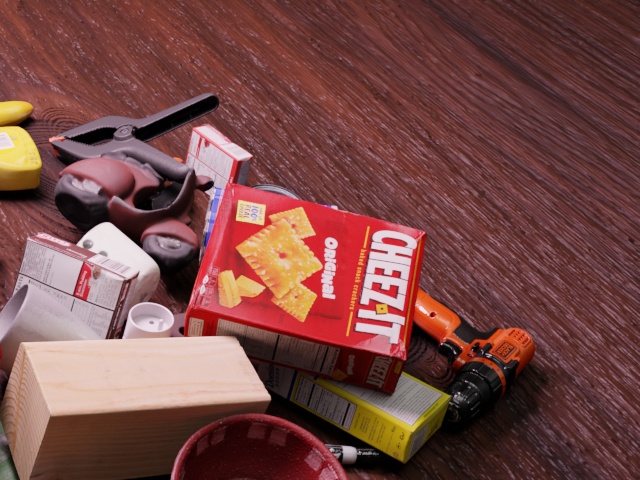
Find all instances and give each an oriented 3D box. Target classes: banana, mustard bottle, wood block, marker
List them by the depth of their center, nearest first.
[{"bbox_3d":[-0.162,0.147,0.938,0.205,0.091,0.090,2,37,-35],"label":"wood block"},{"bbox_3d":[0.002,0.203,1.017,0.121,0.020,0.020,7,34,-15],"label":"marker"},{"bbox_3d":[-0.426,-0.089,1.224,0.191,0.058,0.096,-8,42,-33],"label":"mustard bottle"},{"bbox_3d":[-0.454,-0.157,1.332,0.197,0.037,0.070,-2,38,-26],"label":"banana"}]

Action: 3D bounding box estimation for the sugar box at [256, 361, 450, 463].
[{"bbox_3d":[0.032,0.149,1.072,0.176,0.048,0.093,24,25,23],"label":"sugar box"}]

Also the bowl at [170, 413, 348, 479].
[{"bbox_3d":[-0.054,0.229,0.905,0.162,0.055,0.162,13,45,-14],"label":"bowl"}]

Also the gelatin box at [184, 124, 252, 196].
[{"bbox_3d":[-0.131,-0.095,1.351,0.089,0.073,0.030,36,36,28],"label":"gelatin box"}]

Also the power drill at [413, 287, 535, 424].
[{"bbox_3d":[0.126,0.113,1.174,0.188,0.057,0.184,34,33,20],"label":"power drill"}]

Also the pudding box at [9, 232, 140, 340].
[{"bbox_3d":[-0.247,0.054,1.059,0.113,0.090,0.039,21,13,8],"label":"pudding box"}]

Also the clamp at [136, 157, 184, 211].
[{"bbox_3d":[-0.217,-0.049,1.278,0.120,0.039,0.171,21,36,-3],"label":"clamp"}]

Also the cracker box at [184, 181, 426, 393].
[{"bbox_3d":[-0.012,0.043,1.058,0.213,0.072,0.164,14,52,0],"label":"cracker box"}]

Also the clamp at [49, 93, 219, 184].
[{"bbox_3d":[-0.232,-0.116,1.307,0.210,0.036,0.164,-7,40,7],"label":"clamp"}]
